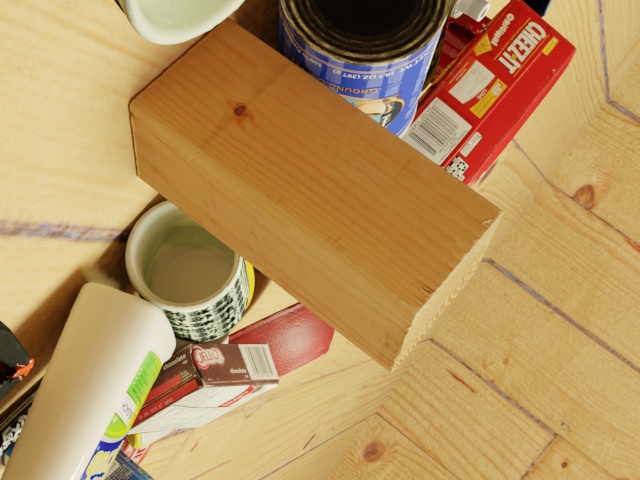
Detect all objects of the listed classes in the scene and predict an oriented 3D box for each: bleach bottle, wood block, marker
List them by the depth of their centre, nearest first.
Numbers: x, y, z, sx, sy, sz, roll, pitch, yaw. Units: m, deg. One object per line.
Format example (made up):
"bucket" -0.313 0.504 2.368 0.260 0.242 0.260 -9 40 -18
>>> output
"wood block" -0.006 -0.028 0.643 0.090 0.206 0.090 -47 165 -24
"bleach bottle" -0.174 0.157 0.693 0.102 0.068 0.250 97 14 -69
"marker" -0.216 0.132 0.754 0.121 0.020 0.020 -45 164 -30

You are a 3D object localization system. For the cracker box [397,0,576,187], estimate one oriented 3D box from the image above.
"cracker box" 0.098 -0.081 0.872 0.164 0.072 0.214 -50 180 -19

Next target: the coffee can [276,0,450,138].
"coffee can" 0.022 -0.126 0.689 0.102 0.103 0.140 -48 170 -16

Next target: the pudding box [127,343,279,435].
"pudding box" -0.097 0.114 0.825 0.090 0.039 0.113 -30 160 23

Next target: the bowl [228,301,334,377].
"bowl" -0.045 0.103 1.030 0.162 0.055 0.162 -26 176 -2
